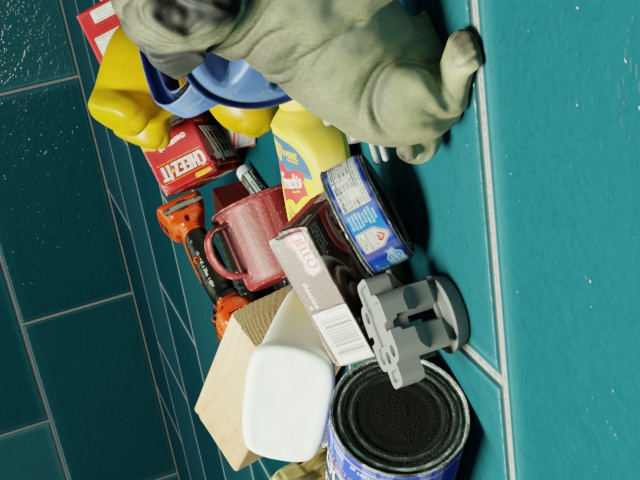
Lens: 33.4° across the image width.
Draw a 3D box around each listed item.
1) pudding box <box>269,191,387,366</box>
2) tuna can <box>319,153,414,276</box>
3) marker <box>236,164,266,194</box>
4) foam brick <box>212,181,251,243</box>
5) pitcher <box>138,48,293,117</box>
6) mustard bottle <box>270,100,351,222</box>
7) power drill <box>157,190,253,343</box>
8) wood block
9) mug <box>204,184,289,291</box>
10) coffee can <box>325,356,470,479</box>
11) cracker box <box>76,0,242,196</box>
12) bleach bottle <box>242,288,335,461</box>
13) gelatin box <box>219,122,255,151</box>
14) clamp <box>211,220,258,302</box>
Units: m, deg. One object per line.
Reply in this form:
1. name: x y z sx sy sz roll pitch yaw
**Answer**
1. pudding box: 0.015 0.025 0.807 0.113 0.039 0.090 64 -152 -13
2. tuna can: 0.034 -0.019 0.769 0.086 0.034 0.086 59 -171 -17
3. marker: -0.065 -0.050 1.178 0.121 0.020 0.020 -127 26 -52
4. foam brick: -0.086 -0.027 1.214 0.078 0.051 0.053 -127 25 -53
5. pitcher: -0.082 -0.217 0.840 0.145 0.149 0.243 90 161 -46
6. mustard bottle: -0.003 -0.053 0.882 0.096 0.058 0.191 -137 34 -62
7. power drill: -0.127 0.045 1.267 0.188 0.057 0.184 61 167 11
8. wood block: -0.054 0.143 1.103 0.090 0.090 0.206 53 147 20
9. mug: -0.057 0.001 1.030 0.093 0.117 0.081 -30 81 55
10. coffee can: 0.055 0.169 0.821 0.140 0.102 0.103 93 156 -50
11. cracker box: -0.172 -0.163 1.191 0.214 0.072 0.164 64 -172 -3
12. bleach bottle: -0.013 0.084 0.921 0.250 0.068 0.103 -73 -8 -69
13. gelatin box: -0.093 -0.152 1.152 0.089 0.030 0.073 96 152 -55
14. clamp: -0.100 0.046 1.350 0.120 0.039 0.171 64 -179 -77
